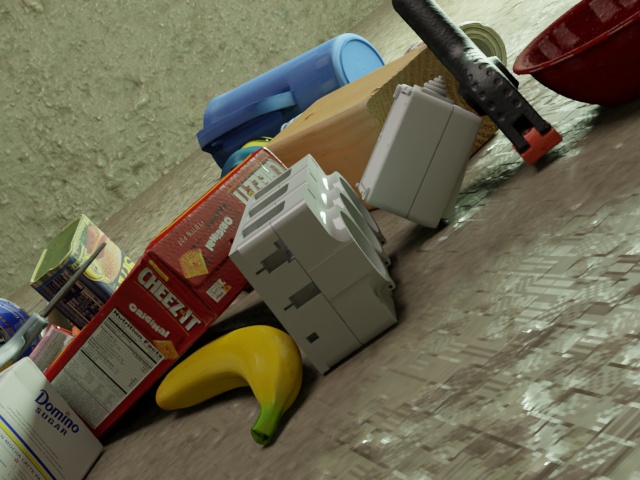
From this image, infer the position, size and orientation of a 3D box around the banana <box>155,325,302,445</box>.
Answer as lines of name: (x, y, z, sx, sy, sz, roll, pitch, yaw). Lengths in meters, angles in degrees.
banana: (-0.055, 0.083, 0.665, 0.069, 0.037, 0.198, -42, 12, -20)

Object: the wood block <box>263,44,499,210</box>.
wood block: (0.042, -0.085, 0.906, 0.090, 0.090, 0.206, -43, 13, -23)

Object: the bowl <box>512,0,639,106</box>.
bowl: (0.207, -0.135, 0.692, 0.162, 0.055, 0.162, -35, 12, 8)

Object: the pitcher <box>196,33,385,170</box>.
pitcher: (-0.036, -0.169, 1.374, 0.243, 0.145, 0.149, -24, 38, 40)

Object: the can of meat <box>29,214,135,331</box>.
can of meat: (-0.205, 0.035, 0.949, 0.057, 0.084, 0.102, -38, 21, 15)

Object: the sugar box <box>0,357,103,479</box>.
sugar box: (-0.219, 0.161, 0.710, 0.048, 0.093, 0.176, -33, 11, 21)

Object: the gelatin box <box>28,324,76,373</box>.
gelatin box: (-0.222, 0.125, 0.876, 0.089, 0.030, 0.073, -59, -24, -25)

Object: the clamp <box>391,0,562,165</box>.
clamp: (0.107, -0.114, 0.732, 0.039, 0.120, 0.171, -48, 31, 13)

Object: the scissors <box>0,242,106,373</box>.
scissors: (-0.239, 0.084, 0.856, 0.096, 0.016, 0.201, -53, 2, 42)

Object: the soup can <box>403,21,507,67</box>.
soup can: (0.129, -0.172, 1.042, 0.068, 0.068, 0.102, -40, 12, -15)

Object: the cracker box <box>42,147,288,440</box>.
cracker box: (-0.112, 0.043, 0.805, 0.214, 0.072, 0.164, -45, 3, 41)
